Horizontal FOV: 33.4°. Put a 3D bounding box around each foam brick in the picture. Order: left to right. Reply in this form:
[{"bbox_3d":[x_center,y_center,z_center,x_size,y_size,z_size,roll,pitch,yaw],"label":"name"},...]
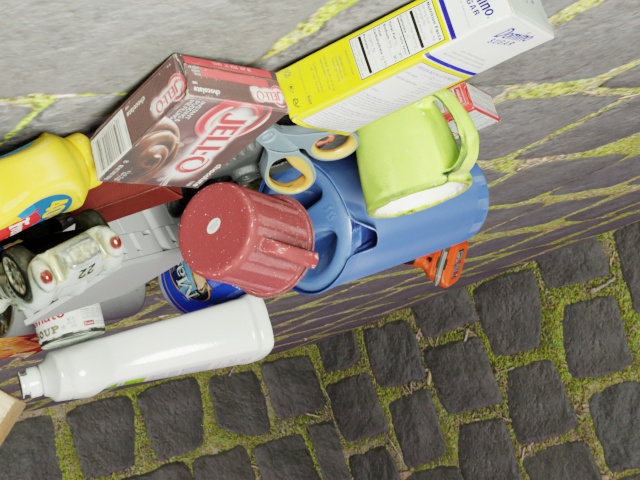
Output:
[{"bbox_3d":[-0.155,-0.049,0.820,0.078,0.051,0.053,-18,170,6],"label":"foam brick"}]

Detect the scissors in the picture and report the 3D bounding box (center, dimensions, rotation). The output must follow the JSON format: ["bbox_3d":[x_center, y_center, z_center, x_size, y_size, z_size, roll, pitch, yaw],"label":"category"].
[{"bbox_3d":[-0.024,-0.090,0.828,0.096,0.016,0.201,-26,156,0],"label":"scissors"}]

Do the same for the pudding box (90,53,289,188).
[{"bbox_3d":[-0.091,-0.079,0.731,0.089,0.039,0.114,3,153,-45],"label":"pudding box"}]

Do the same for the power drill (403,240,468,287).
[{"bbox_3d":[0.078,0.002,1.277,0.188,0.057,0.184,15,-172,13],"label":"power drill"}]

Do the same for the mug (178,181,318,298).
[{"bbox_3d":[-0.056,0.001,0.890,0.117,0.093,0.081,21,-178,34],"label":"mug"}]

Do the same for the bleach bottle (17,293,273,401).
[{"bbox_3d":[-0.180,0.117,1.093,0.250,0.068,0.103,-12,167,-20],"label":"bleach bottle"}]

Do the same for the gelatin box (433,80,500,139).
[{"bbox_3d":[0.117,-0.115,0.985,0.073,0.030,0.089,-22,170,24],"label":"gelatin box"}]

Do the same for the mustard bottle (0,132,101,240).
[{"bbox_3d":[-0.220,-0.027,0.725,0.191,0.058,0.096,-31,-178,-35],"label":"mustard bottle"}]

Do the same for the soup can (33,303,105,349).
[{"bbox_3d":[-0.261,0.052,1.074,0.068,0.102,0.068,-16,171,-3],"label":"soup can"}]

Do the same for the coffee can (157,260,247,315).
[{"bbox_3d":[-0.105,0.024,1.188,0.102,0.103,0.141,-10,168,-38],"label":"coffee can"}]

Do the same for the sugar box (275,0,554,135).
[{"bbox_3d":[0.065,-0.130,0.750,0.176,0.048,0.093,-25,168,26],"label":"sugar box"}]

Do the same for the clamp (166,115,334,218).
[{"bbox_3d":[-0.073,-0.064,0.913,0.171,0.039,0.120,-16,171,-3],"label":"clamp"}]

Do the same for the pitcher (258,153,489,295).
[{"bbox_3d":[0.054,-0.034,1.102,0.242,0.149,0.145,-13,153,-43],"label":"pitcher"}]
